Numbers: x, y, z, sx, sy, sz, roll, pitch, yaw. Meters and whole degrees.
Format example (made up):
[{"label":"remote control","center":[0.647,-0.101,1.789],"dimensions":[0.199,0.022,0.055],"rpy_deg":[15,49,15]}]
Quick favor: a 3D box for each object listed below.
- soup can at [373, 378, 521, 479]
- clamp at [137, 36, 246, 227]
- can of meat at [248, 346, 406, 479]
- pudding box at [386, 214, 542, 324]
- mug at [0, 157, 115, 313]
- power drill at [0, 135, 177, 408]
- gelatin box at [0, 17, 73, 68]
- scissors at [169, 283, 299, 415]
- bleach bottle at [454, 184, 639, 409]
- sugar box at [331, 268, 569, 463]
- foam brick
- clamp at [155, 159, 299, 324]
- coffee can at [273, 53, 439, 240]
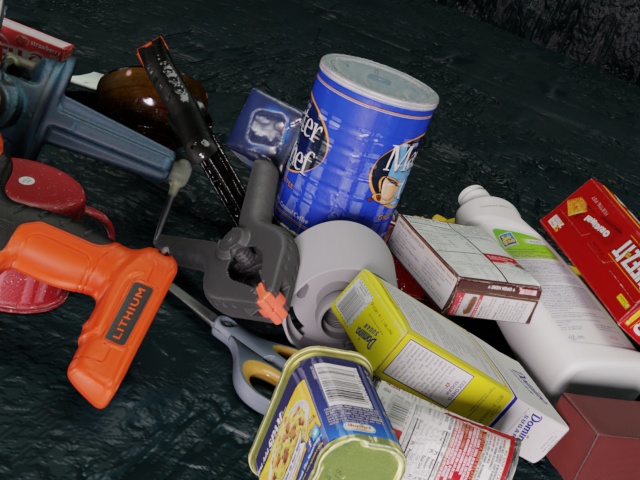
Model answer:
[{"label":"soup can","center":[0.070,0.139,0.690],"dimensions":[0.102,0.068,0.068],"rpy_deg":[23,22,6]},{"label":"clamp","center":[-0.117,-0.108,0.949],"dimensions":[0.210,0.036,0.164],"rpy_deg":[60,-2,22]},{"label":"can of meat","center":[0.003,0.127,0.616],"dimensions":[0.057,0.102,0.084],"rpy_deg":[12,25,-21]},{"label":"pudding box","center":[0.119,0.023,0.893],"dimensions":[0.089,0.039,0.114],"rpy_deg":[7,24,-28]},{"label":"mug","center":[-0.204,-0.005,0.763],"dimensions":[0.117,0.081,0.093],"rpy_deg":[12,24,-22]},{"label":"power drill","center":[-0.197,0.028,0.657],"dimensions":[0.187,0.057,0.184],"rpy_deg":[30,63,-8]},{"label":"gelatin box","center":[-0.306,-0.180,1.095],"dimensions":[0.089,0.073,0.030],"rpy_deg":[22,22,3]},{"label":"scissors","center":[-0.073,0.075,0.783],"dimensions":[0.202,0.016,0.096],"rpy_deg":[27,23,16]},{"label":"bleach bottle","center":[0.192,0.040,0.961],"dimensions":[0.102,0.068,0.251],"rpy_deg":[7,38,-28]},{"label":"sugar box","center":[0.095,0.094,0.782],"dimensions":[0.176,0.048,0.093],"rpy_deg":[35,13,-30]},{"label":"foam brick","center":[0.216,0.154,0.807],"dimensions":[0.078,0.051,0.053],"rpy_deg":[10,25,-24]},{"label":"clamp","center":[-0.055,0.001,0.825],"dimensions":[0.039,0.120,0.172],"rpy_deg":[44,-2,-39]},{"label":"coffee can","center":[0.027,-0.072,0.898],"dimensions":[0.102,0.140,0.103],"rpy_deg":[17,22,-7]}]
